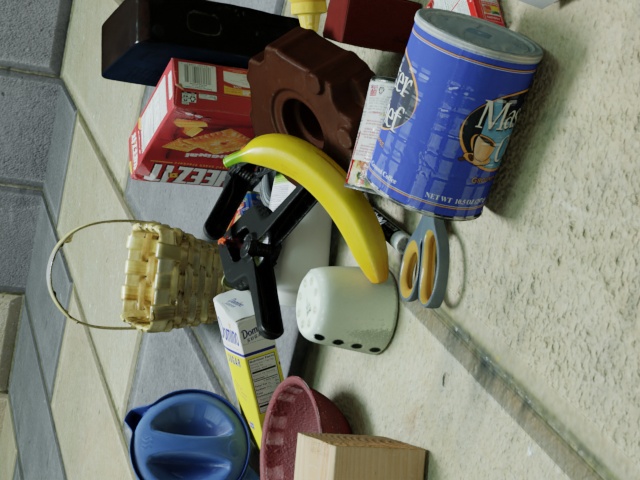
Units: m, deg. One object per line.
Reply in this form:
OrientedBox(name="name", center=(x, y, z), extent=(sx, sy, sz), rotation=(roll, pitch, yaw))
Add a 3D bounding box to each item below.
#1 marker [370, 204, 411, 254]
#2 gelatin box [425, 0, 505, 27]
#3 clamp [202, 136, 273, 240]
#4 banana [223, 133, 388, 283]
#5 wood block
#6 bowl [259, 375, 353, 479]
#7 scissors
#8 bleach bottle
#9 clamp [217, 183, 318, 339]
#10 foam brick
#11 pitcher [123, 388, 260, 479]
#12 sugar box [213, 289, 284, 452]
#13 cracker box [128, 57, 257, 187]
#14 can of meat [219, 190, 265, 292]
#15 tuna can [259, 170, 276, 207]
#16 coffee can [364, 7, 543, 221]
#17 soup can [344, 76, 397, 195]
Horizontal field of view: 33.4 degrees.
OrientedBox(name="marker", center=(0.058, -0.016, 1.036), extent=(0.121, 0.020, 0.020), rotation=(-134, 55, -61))
OrientedBox(name="gelatin box", center=(0.120, -0.186, 0.927), extent=(0.089, 0.030, 0.073), rotation=(129, 139, -51))
OrientedBox(name="clamp", center=(-0.079, -0.080, 1.205), extent=(0.120, 0.039, 0.171), rotation=(-42, 19, 25))
OrientedBox(name="banana", center=(0.000, -0.043, 1.008), extent=(0.198, 0.037, 0.070), rotation=(39, 120, 12))
OrientedBox(name="wood block", center=(0.027, 0.279, 0.941), extent=(0.090, 0.090, 0.206), rotation=(175, 100, -67))
OrientedBox(name="bowl", center=(-0.008, 0.220, 1.081), extent=(0.162, 0.055, 0.162), rotation=(-174, 90, -67))
OrientedBox(name="scissors", center=(0.096, -0.031, 0.959), extent=(0.096, 0.016, 0.201), rotation=(134, 143, -62))
OrientedBox(name="bleach bottle", center=(-0.019, -0.053, 1.172), extent=(0.103, 0.068, 0.251), rotation=(-177, 96, -66))
OrientedBox(name="clamp", center=(-0.057, 0.001, 1.114), extent=(0.210, 0.036, 0.164), rotation=(28, 98, 66))
OrientedBox(name="foam brick", center=(0.049, -0.214, 1.037), extent=(0.051, 0.078, 0.053), rotation=(-141, 60, -61))
OrientedBox(name="pitcher", center=(-0.146, 0.284, 1.261), extent=(0.243, 0.145, 0.149), rotation=(103, 151, -60))
OrientedBox(name="sugar box", center=(-0.072, 0.148, 1.180), extent=(0.093, 0.048, 0.176), rotation=(-147, 40, -65))
OrientedBox(name="cracker box", center=(-0.133, -0.136, 1.324), extent=(0.214, 0.164, 0.072), rotation=(138, 133, -59))
OrientedBox(name="can of meat", center=(-0.088, 0.001, 1.324), extent=(0.084, 0.057, 0.102), rotation=(-102, 30, -42))
OrientedBox(name="tuna can", center=(-0.042, -0.080, 1.267), extent=(0.086, 0.033, 0.086), rotation=(-174, 90, -67))
OrientedBox(name="coffee can", center=(0.104, -0.100, 0.848), extent=(0.103, 0.102, 0.140), rotation=(-122, 44, -56))
OrientedBox(name="soup can", center=(0.065, -0.090, 0.955), extent=(0.069, 0.068, 0.102), rotation=(20, 97, 66))
